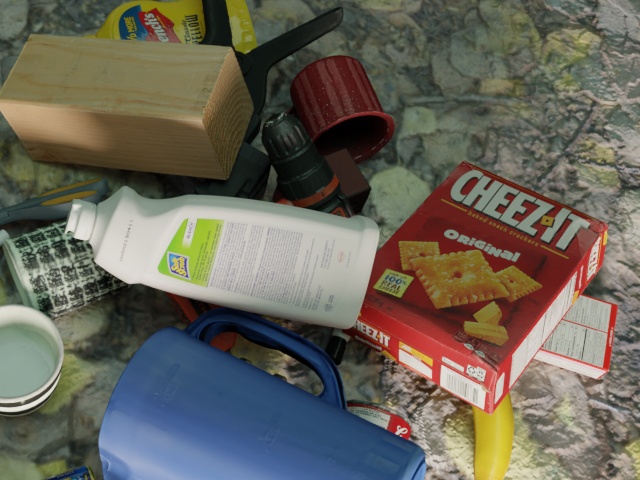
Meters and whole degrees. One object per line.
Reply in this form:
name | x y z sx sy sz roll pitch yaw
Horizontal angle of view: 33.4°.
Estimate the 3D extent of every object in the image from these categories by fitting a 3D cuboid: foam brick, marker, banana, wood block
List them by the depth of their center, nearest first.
wood block | -0.179 -0.126 0.995 0.206 0.091 0.090 7 59 18
banana | 0.143 0.139 1.006 0.069 0.037 0.198 -25 67 6
marker | 0.029 0.068 1.024 0.020 0.020 0.121 22 62 0
foam brick | 0.001 -0.046 1.054 0.078 0.053 0.051 -23 71 -20

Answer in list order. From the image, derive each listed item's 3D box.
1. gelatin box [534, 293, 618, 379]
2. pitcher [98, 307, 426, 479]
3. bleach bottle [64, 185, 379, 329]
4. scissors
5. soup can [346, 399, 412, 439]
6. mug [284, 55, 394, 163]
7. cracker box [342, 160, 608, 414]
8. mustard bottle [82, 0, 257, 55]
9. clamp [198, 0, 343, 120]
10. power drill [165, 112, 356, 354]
gelatin box | 0.243 0.088 1.052 0.089 0.030 0.073 17 64 -3
pitcher | -0.040 0.162 0.856 0.243 0.144 0.149 20 106 16
bleach bottle | -0.083 0.002 0.889 0.250 0.068 0.102 14 90 -16
scissors | -0.284 -0.020 0.973 0.201 0.096 0.016 -21 108 -22
soup can | 0.035 0.199 0.933 0.068 0.069 0.102 20 63 -2
mug | 0.008 -0.127 1.084 0.117 0.093 0.081 -29 63 16
cracker box | 0.145 0.035 0.997 0.164 0.072 0.213 28 55 26
mustard bottle | -0.165 -0.200 1.092 0.191 0.058 0.096 -13 81 -16
clamp | -0.076 -0.180 1.068 0.164 0.036 0.210 18 92 -18
power drill | -0.056 0.001 0.965 0.187 0.057 0.184 -34 114 -13
